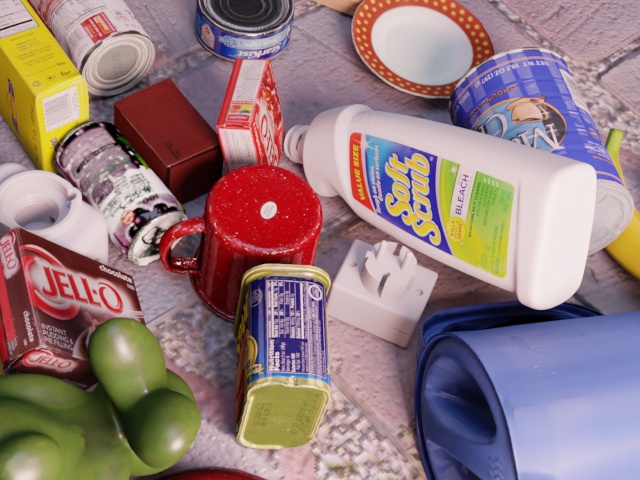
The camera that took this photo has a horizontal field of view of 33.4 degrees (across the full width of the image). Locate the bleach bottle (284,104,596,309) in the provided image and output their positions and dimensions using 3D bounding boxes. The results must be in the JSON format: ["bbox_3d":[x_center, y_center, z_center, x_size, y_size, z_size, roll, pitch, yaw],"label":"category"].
[{"bbox_3d":[0.071,-0.036,0.773,0.251,0.102,0.067,20,24,40],"label":"bleach bottle"}]

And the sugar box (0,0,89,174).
[{"bbox_3d":[-0.237,-0.141,0.816,0.048,0.093,0.176,-28,62,-27],"label":"sugar box"}]

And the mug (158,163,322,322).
[{"bbox_3d":[-0.055,0.001,0.750,0.117,0.082,0.093,-1,54,-11],"label":"mug"}]

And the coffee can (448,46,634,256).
[{"bbox_3d":[0.167,-0.064,0.824,0.102,0.103,0.140,-5,55,-14],"label":"coffee can"}]

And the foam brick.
[{"bbox_3d":[-0.116,-0.074,0.813,0.052,0.051,0.078,-27,63,-26],"label":"foam brick"}]

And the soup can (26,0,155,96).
[{"bbox_3d":[-0.187,-0.174,0.865,0.068,0.068,0.102,-24,62,-25],"label":"soup can"}]

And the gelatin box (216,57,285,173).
[{"bbox_3d":[-0.050,-0.081,0.806,0.030,0.089,0.073,3,52,11],"label":"gelatin box"}]

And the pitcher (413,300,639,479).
[{"bbox_3d":[0.188,0.101,0.698,0.242,0.145,0.149,-8,83,-20],"label":"pitcher"}]

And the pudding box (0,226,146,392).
[{"bbox_3d":[-0.158,0.051,0.681,0.039,0.113,0.090,-32,57,17],"label":"pudding box"}]

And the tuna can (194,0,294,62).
[{"bbox_3d":[-0.066,-0.194,0.922,0.086,0.034,0.086,5,53,-7],"label":"tuna can"}]

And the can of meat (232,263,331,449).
[{"bbox_3d":[-0.025,0.078,0.688,0.057,0.102,0.084,3,55,-9],"label":"can of meat"}]
